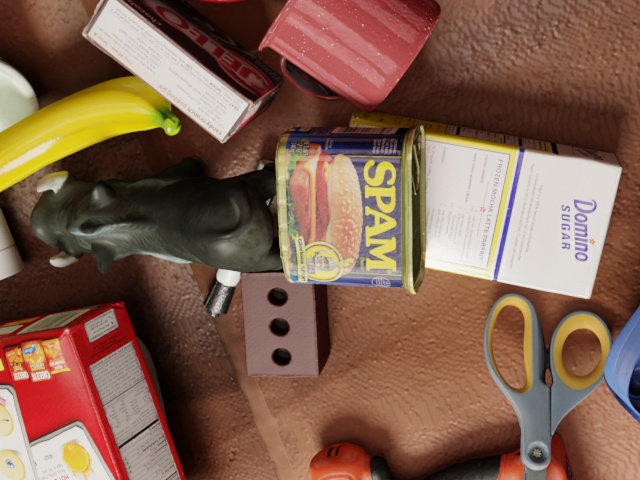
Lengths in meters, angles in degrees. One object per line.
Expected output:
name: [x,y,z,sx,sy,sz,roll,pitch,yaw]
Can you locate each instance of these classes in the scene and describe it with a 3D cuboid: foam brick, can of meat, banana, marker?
foam brick: [-0.024,0.051,0.743,0.053,0.051,0.078,-1,107,10]
can of meat: [0.020,-0.021,0.662,0.084,0.057,0.102,2,107,14]
banana: [-0.174,-0.067,0.700,0.198,0.069,0.037,-19,116,20]
marker: [-0.055,0.001,0.750,0.020,0.020,0.121,24,109,2]

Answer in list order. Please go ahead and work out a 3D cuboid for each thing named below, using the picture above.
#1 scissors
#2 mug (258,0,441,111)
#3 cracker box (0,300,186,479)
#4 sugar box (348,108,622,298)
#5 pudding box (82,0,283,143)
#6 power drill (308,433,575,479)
scissors: [0.160,0.131,0.706,0.096,0.016,0.202,-10,75,-2]
mug: [0.015,-0.128,0.670,0.081,0.093,0.117,34,140,-7]
cracker box: [-0.183,0.159,0.766,0.164,0.072,0.214,-12,101,32]
sugar box: [0.099,-0.026,0.702,0.176,0.048,0.093,11,108,4]
pudding box: [-0.084,-0.117,0.683,0.113,0.090,0.039,36,109,-2]
power drill: [0.098,0.221,0.769,0.188,0.057,0.184,-15,103,14]
